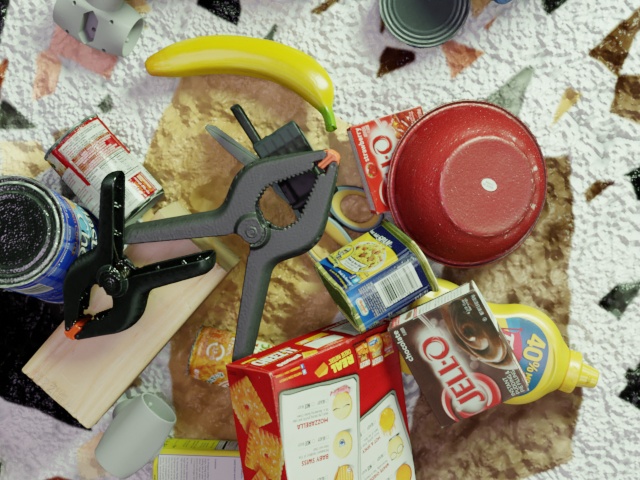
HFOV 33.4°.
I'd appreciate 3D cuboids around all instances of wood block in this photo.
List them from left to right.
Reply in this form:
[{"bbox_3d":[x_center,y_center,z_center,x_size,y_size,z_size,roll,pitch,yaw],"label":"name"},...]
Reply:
[{"bbox_3d":[-0.182,0.071,1.045,0.090,0.091,0.206,42,98,-2],"label":"wood block"}]

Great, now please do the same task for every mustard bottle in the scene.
[{"bbox_3d":[0.174,0.106,1.029,0.191,0.058,0.096,17,100,3],"label":"mustard bottle"}]

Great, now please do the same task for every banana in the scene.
[{"bbox_3d":[-0.068,-0.164,1.023,0.198,0.037,0.069,17,60,9],"label":"banana"}]

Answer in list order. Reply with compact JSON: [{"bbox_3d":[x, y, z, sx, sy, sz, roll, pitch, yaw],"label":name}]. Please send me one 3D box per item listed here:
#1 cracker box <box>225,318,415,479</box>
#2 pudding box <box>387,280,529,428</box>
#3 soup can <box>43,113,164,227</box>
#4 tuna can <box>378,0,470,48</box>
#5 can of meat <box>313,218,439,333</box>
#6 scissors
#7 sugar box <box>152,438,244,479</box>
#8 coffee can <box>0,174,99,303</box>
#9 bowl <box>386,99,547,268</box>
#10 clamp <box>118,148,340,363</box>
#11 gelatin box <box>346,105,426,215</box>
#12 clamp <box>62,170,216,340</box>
[{"bbox_3d":[0.006,0.195,0.998,0.072,0.163,0.214,4,107,46],"label":"cracker box"},{"bbox_3d":[0.127,0.105,0.983,0.090,0.039,0.113,-27,99,13],"label":"pudding box"},{"bbox_3d":[-0.210,-0.064,1.043,0.068,0.068,0.102,-42,92,9],"label":"soup can"},{"bbox_3d":[0.098,-0.225,1.009,0.086,0.033,0.086,1,97,6],"label":"tuna can"},{"bbox_3d":[0.050,0.033,0.999,0.084,0.102,0.057,-31,115,-7],"label":"can of meat"},{"bbox_3d":[-0.017,-0.059,1.050,0.096,0.016,0.202,-36,92,7],"label":"scissors"},{"bbox_3d":[-0.080,0.252,1.080,0.176,0.048,0.093,2,96,2],"label":"sugar box"},{"bbox_3d":[-0.268,0.002,1.009,0.103,0.140,0.103,-1,81,6],"label":"coffee can"},{"bbox_3d":[0.146,-0.051,0.994,0.162,0.055,0.162,-1,96,-11],"label":"bowl"},{"bbox_3d":[-0.056,0.001,0.961,0.210,0.036,0.164,-36,95,10],"label":"clamp"},{"bbox_3d":[0.073,-0.076,1.024,0.073,0.030,0.089,-18,95,-7],"label":"gelatin box"},{"bbox_3d":[-0.170,0.033,0.950,0.120,0.039,0.172,36,121,8],"label":"clamp"}]
